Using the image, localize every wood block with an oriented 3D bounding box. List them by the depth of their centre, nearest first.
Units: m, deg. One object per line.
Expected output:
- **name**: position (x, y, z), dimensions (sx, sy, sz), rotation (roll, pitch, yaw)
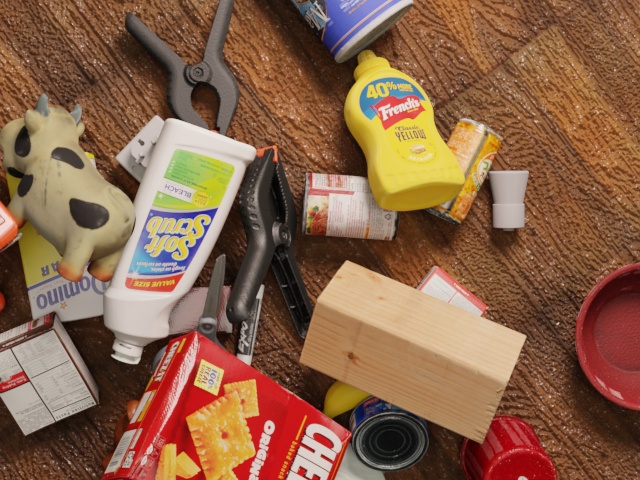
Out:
- **wood block**: position (0.095, 0.114, 1.108), dimensions (0.206, 0.090, 0.091), rotation (23, 123, 12)

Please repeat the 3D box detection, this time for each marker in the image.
- **marker**: position (-0.081, 0.107, 1.175), dimensions (0.020, 0.020, 0.121), rotation (9, 90, -2)

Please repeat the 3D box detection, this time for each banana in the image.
- **banana**: position (0.090, 0.169, 1.174), dimensions (0.198, 0.037, 0.069), rotation (-4, 118, 1)

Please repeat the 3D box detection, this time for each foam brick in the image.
- **foam brick**: position (-0.133, 0.075, 1.157), dimensions (0.078, 0.053, 0.051), rotation (-3, 90, -3)

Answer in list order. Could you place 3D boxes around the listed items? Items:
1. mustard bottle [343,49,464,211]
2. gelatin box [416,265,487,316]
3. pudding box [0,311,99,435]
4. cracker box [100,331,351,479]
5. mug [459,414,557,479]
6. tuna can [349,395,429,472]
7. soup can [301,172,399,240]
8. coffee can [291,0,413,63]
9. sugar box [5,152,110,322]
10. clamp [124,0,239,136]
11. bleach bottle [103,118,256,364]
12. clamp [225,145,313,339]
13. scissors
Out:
- **mustard bottle**: position (0.078, -0.125, 1.138), dimensions (0.096, 0.058, 0.192), rotation (-9, 61, -20)
- **gelatin box**: position (0.127, 0.084, 1.176), dimensions (0.073, 0.030, 0.089), rotation (39, 91, -2)
- **pudding box**: position (-0.300, 0.143, 1.139), dimensions (0.090, 0.039, 0.113), rotation (-23, 119, -3)
- **cracker box**: position (-0.089, 0.218, 1.081), dimensions (0.213, 0.072, 0.164), rotation (36, 59, -20)
- **mug**: position (0.198, 0.255, 1.145), dimensions (0.093, 0.081, 0.117), rotation (29, 97, -10)
- **tuna can**: position (0.074, 0.208, 1.154), dimensions (0.086, 0.034, 0.086), rotation (-1, 119, -1)
- **soup can**: position (0.032, -0.036, 1.155), dimensions (0.102, 0.068, 0.068), rotation (4, 90, -2)
- **coffee can**: position (0.017, -0.276, 1.137), dimensions (0.103, 0.103, 0.140), rotation (-38, 91, -2)
- **sugar box**: position (-0.278, -0.001, 1.156), dimensions (0.093, 0.048, 0.176), rotation (-11, 89, -2)
- **clamp**: position (-0.145, -0.185, 1.164), dimensions (0.120, 0.039, 0.171), rotation (-7, 90, 0)
- **bleach bottle**: position (-0.154, 0.007, 1.100), dimensions (0.102, 0.068, 0.251), rotation (19, 91, -15)
- **clamp**: position (-0.057, 0.001, 1.124), dimensions (0.036, 0.164, 0.210), rotation (-10, 81, 25)
- **scissors**: position (-0.136, 0.093, 1.112), dimensions (0.096, 0.016, 0.202), rotation (-5, 131, -1)
